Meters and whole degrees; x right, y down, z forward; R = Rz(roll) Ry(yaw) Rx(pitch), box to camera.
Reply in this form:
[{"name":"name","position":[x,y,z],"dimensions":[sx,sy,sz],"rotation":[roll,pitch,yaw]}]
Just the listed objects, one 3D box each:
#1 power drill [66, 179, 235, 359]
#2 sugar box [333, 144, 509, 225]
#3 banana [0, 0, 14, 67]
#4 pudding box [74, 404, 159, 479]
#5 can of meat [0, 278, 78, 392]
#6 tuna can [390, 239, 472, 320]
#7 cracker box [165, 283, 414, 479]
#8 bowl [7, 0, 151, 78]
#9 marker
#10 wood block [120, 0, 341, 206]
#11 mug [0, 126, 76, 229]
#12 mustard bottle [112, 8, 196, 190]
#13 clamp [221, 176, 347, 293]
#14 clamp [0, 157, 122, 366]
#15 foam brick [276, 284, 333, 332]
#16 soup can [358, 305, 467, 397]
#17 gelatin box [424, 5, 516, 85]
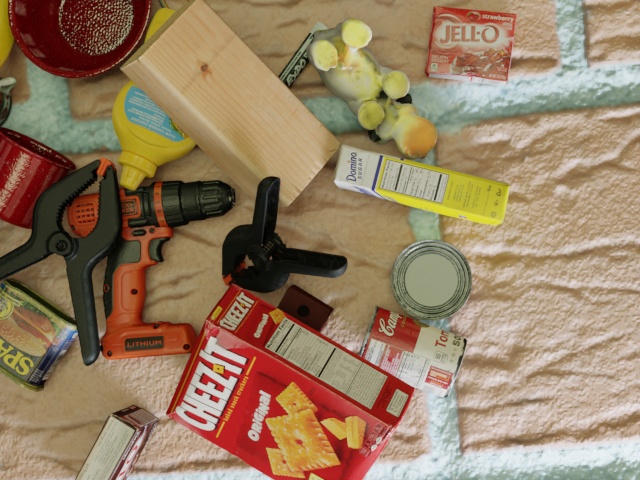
[{"name":"power drill","position":[-0.175,0.030,1.148],"dimensions":[0.184,0.057,0.187],"rotation":[-7,85,8]},{"name":"sugar box","position":[0.104,-0.056,1.108],"dimensions":[0.176,0.093,0.048],"rotation":[12,89,6]},{"name":"banana","position":[-0.355,-0.268,1.161],"dimensions":[0.037,0.069,0.198],"rotation":[-8,82,16]},{"name":"pudding box","position":[-0.221,0.234,1.128],"dimensions":[0.039,0.090,0.113],"rotation":[27,90,5]},{"name":"can of meat","position":[-0.323,0.101,1.157],"dimensions":[0.102,0.057,0.084],"rotation":[34,88,4]},{"name":"tuna can","position":[0.117,0.042,1.133],"dimensions":[0.086,0.033,0.086],"rotation":[0,88,5]},{"name":"cracker box","position":[-0.036,0.166,1.084],"dimensions":[0.214,0.072,0.164],"rotation":[29,130,4]},{"name":"bowl","position":[-0.253,-0.250,1.158],"dimensions":[0.162,0.055,0.162],"rotation":[-1,86,9]},{"name":"marker","position":[-0.031,-0.184,1.159],"dimensions":[0.020,0.020,0.121],"rotation":[36,91,5]},{"name":"wood block","position":[-0.090,-0.136,1.084],"dimensions":[0.206,0.090,0.090],"rotation":[45,75,-17]},{"name":"mug","position":[-0.333,-0.071,1.147],"dimensions":[0.117,0.093,0.081],"rotation":[30,96,6]},{"name":"mustard bottle","position":[-0.166,-0.143,1.133],"dimensions":[0.096,0.058,0.191],"rotation":[24,80,-10]},{"name":"clamp","position":[-0.057,0.001,1.090],"dimensions":[0.172,0.039,0.120],"rotation":[-20,103,47]},{"name":"clamp","position":[-0.277,0.007,1.110],"dimensions":[0.164,0.036,0.210],"rotation":[20,89,-2]},{"name":"foam brick","position":[-0.027,0.093,1.135],"dimensions":[0.053,0.051,0.078],"rotation":[29,91,4]},{"name":"soup can","position":[0.094,0.117,1.116],"dimensions":[0.102,0.068,0.068],"rotation":[19,90,4]},{"name":"gelatin box","position":[0.159,-0.208,1.138],"dimensions":[0.089,0.030,0.073],"rotation":[8,89,5]}]
